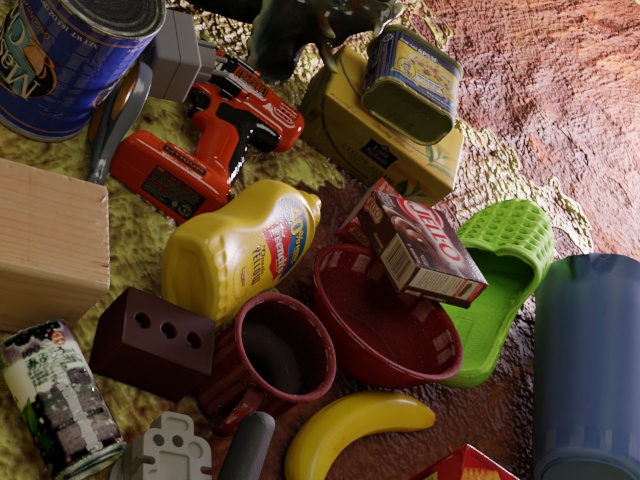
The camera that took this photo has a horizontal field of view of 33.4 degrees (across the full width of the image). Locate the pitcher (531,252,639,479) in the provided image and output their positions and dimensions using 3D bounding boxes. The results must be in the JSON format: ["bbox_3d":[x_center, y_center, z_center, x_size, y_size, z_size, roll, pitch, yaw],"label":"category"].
[{"bbox_3d":[0.278,0.146,1.073,0.149,0.145,0.242,24,49,-10],"label":"pitcher"}]

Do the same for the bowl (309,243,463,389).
[{"bbox_3d":[0.047,0.078,0.945,0.162,0.055,0.162,28,29,-17],"label":"bowl"}]

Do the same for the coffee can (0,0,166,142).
[{"bbox_3d":[-0.202,-0.160,0.856,0.102,0.141,0.103,23,47,-27],"label":"coffee can"}]

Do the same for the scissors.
[{"bbox_3d":[-0.170,-0.067,0.856,0.016,0.096,0.201,26,42,-29],"label":"scissors"}]

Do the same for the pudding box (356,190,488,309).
[{"bbox_3d":[0.094,0.008,1.000,0.089,0.039,0.113,14,36,-34],"label":"pudding box"}]

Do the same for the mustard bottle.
[{"bbox_3d":[-0.056,0.001,0.903,0.058,0.096,0.191,17,30,26],"label":"mustard bottle"}]

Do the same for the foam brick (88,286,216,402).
[{"bbox_3d":[-0.127,0.079,0.809,0.078,0.051,0.053,25,46,-26],"label":"foam brick"}]

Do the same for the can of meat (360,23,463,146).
[{"bbox_3d":[0.092,-0.155,1.074,0.102,0.058,0.084,30,46,-20],"label":"can of meat"}]

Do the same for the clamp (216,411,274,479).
[{"bbox_3d":[-0.069,0.235,0.702,0.209,0.036,0.164,-42,120,-51],"label":"clamp"}]

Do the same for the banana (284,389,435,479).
[{"bbox_3d":[0.027,0.164,0.896,0.197,0.037,0.069,-27,97,-48],"label":"banana"}]

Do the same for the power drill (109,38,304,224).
[{"bbox_3d":[-0.115,-0.110,0.959,0.184,0.057,0.187,34,43,-8],"label":"power drill"}]

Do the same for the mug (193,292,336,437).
[{"bbox_3d":[-0.052,0.107,0.830,0.093,0.082,0.117,39,41,-12],"label":"mug"}]

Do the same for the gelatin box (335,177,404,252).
[{"bbox_3d":[0.065,-0.011,1.065,0.073,0.030,0.089,44,40,-6],"label":"gelatin box"}]

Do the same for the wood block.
[{"bbox_3d":[-0.257,-0.006,0.729,0.205,0.090,0.091,16,52,-33],"label":"wood block"}]
